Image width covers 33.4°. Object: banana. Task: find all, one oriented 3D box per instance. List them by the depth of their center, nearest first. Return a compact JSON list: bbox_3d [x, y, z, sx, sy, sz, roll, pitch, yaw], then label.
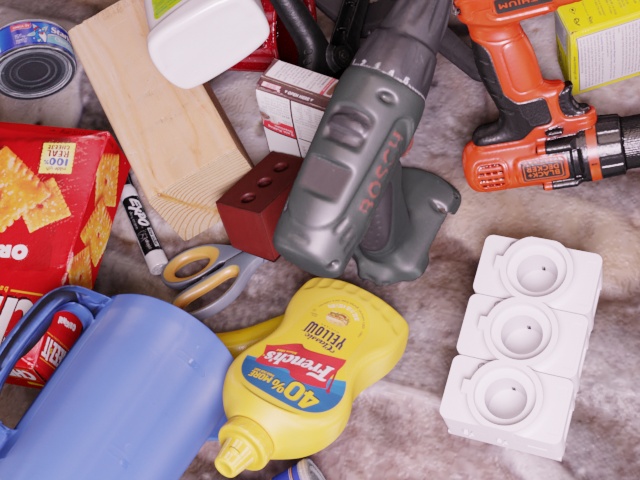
[{"bbox_3d":[-0.104,0.086,0.898,0.198,0.037,0.069,-3,40,11],"label":"banana"}]

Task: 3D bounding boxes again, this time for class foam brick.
[{"bbox_3d":[-0.040,-0.030,0.900,0.053,0.051,0.078,16,49,37],"label":"foam brick"}]

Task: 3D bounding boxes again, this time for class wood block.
[{"bbox_3d":[-0.140,-0.116,0.965,0.090,0.090,0.206,-30,62,2],"label":"wood block"}]

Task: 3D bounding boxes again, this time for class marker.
[{"bbox_3d":[-0.166,-0.022,0.970,0.020,0.020,0.121,-29,62,1],"label":"marker"}]

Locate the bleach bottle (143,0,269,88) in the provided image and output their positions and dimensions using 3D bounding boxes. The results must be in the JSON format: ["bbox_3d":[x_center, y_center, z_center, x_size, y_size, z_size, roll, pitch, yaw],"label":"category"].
[{"bbox_3d":[-0.121,-0.247,0.949,0.102,0.068,0.251,-30,47,9],"label":"bleach bottle"}]

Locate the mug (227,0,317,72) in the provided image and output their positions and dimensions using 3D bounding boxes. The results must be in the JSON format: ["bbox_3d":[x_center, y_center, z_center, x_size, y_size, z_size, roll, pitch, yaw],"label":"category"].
[{"bbox_3d":[-0.063,-0.191,0.971,0.082,0.093,0.117,7,30,23],"label":"mug"}]

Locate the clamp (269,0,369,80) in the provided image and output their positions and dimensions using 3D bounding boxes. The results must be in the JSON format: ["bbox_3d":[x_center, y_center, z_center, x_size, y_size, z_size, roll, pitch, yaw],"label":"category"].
[{"bbox_3d":[0.016,-0.167,0.943,0.120,0.171,0.039,-21,13,-30],"label":"clamp"}]

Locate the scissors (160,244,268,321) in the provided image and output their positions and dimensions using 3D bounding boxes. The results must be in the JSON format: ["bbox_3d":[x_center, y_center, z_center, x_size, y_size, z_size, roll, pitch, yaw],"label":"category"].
[{"bbox_3d":[-0.056,0.001,0.928,0.201,0.016,0.096,-39,41,-20],"label":"scissors"}]

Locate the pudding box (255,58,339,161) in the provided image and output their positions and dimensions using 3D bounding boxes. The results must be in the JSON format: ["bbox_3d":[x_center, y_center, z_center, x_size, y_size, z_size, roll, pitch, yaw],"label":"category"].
[{"bbox_3d":[-0.003,-0.090,0.901,0.090,0.113,0.039,21,59,25],"label":"pudding box"}]

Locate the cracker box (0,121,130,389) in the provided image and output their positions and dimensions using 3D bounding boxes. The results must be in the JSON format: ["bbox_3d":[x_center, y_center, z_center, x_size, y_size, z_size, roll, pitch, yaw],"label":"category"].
[{"bbox_3d":[-0.271,0.005,0.898,0.164,0.072,0.213,7,66,13],"label":"cracker box"}]

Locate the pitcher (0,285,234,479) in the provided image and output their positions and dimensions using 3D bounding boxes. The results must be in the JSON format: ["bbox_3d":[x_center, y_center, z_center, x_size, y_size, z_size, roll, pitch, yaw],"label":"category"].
[{"bbox_3d":[-0.176,0.156,0.774,0.149,0.145,0.242,14,46,21],"label":"pitcher"}]

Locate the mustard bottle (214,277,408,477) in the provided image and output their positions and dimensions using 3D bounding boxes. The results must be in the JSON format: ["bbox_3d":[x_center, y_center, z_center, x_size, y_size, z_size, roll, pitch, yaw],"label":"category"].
[{"bbox_3d":[-0.017,0.107,0.800,0.096,0.058,0.191,27,45,18],"label":"mustard bottle"}]

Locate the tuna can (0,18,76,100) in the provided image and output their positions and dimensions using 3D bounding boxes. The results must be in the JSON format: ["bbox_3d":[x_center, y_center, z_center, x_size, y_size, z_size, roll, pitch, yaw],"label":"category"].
[{"bbox_3d":[-0.280,-0.174,1.033,0.086,0.086,0.034,-21,64,5],"label":"tuna can"}]

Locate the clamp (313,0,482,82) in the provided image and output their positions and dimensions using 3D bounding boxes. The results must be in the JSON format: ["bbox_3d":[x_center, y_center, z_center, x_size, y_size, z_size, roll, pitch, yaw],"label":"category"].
[{"bbox_3d":[0.084,-0.238,0.984,0.210,0.036,0.164,15,79,24],"label":"clamp"}]

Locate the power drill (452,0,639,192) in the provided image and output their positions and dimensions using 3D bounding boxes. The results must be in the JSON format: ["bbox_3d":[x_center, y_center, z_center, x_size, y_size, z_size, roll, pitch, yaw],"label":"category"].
[{"bbox_3d":[0.188,-0.127,0.830,0.185,0.187,0.057,-9,30,16],"label":"power drill"}]
